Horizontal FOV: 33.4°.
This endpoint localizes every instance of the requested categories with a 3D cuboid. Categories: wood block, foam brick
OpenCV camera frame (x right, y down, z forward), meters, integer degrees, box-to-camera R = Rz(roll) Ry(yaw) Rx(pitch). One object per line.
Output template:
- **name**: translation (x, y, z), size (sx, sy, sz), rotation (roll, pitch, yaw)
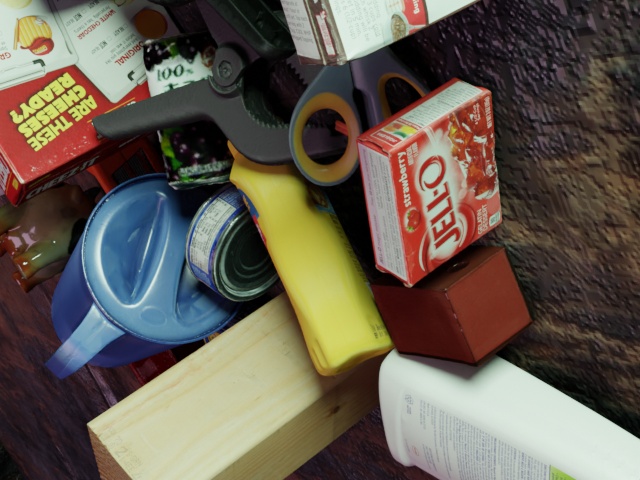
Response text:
- **wood block**: translation (-0.056, 0.128, 0.785), size (0.090, 0.205, 0.091), rotation (42, 150, 28)
- **foam brick**: translation (0.077, 0.037, 0.633), size (0.078, 0.052, 0.051), rotation (0, 119, 58)

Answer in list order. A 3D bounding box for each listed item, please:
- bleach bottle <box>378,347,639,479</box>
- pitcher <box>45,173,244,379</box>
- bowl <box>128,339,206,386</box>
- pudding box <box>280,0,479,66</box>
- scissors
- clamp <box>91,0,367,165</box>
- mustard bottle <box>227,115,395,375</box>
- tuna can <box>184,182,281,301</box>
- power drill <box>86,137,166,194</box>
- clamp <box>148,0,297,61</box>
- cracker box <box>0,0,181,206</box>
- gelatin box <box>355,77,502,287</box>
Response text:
- **bleach bottle**: translation (0.145, 0.140, 0.623), size (0.251, 0.068, 0.102), rotation (27, 141, 42)
- **pitcher**: translation (-0.164, 0.046, 0.901), size (0.243, 0.149, 0.145), rotation (147, 120, -63)
- **bowl**: translation (-0.155, 0.113, 1.107), size (0.162, 0.055, 0.162), rotation (40, 149, 30)
- **pudding box**: translation (0.031, -0.136, 0.455), size (0.039, 0.113, 0.090), rotation (21, 136, 55)
- **scissors**: translation (0.004, -0.113, 0.576), size (0.016, 0.096, 0.201), rotation (-74, -39, -67)
- **clamp**: translation (-0.050, -0.116, 0.662), size (0.210, 0.036, 0.165), rotation (22, 108, 29)
- **mustard bottle**: translation (-0.013, -0.007, 0.705), size (0.192, 0.058, 0.096), rotation (65, -174, 10)
- **tuna can**: translation (-0.055, 0.001, 0.781), size (0.034, 0.086, 0.086), rotation (32, 145, 38)
- **power drill**: translation (-0.223, -0.110, 0.935), size (0.188, 0.057, 0.184), rotation (37, 165, 33)
- **clamp**: translation (-0.070, -0.164, 0.624), size (0.172, 0.039, 0.120), rotation (8, 101, 45)
- **cracker box**: translation (-0.208, -0.157, 0.781), size (0.214, 0.164, 0.072), rotation (57, 155, 1)
- **gelatin box**: translation (0.060, -0.030, 0.566), size (0.030, 0.073, 0.089), rotation (31, 143, 43)
